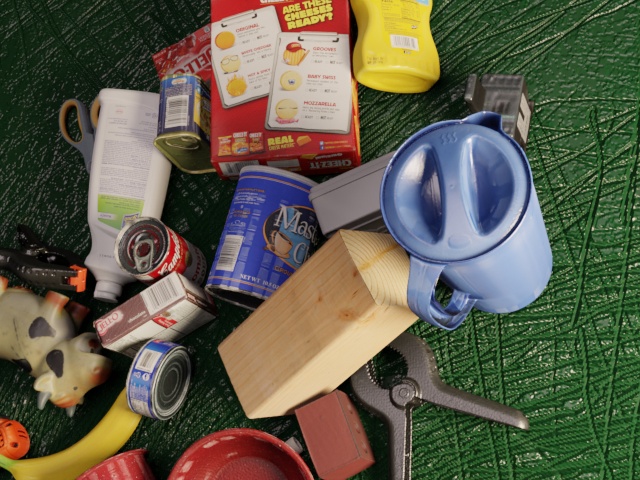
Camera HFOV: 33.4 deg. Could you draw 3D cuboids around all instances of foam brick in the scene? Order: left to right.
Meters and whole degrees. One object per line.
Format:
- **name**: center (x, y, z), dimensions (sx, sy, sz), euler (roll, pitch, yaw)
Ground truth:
- **foam brick**: center (0.016, 0.202, 1.098), dimensions (0.051, 0.053, 0.078), euler (-26, 66, 10)

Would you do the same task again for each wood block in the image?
- **wood block**: center (0.001, 0.087, 1.076), dimensions (0.206, 0.090, 0.090), euler (-44, 59, 32)

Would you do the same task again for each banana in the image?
- **banana**: center (-0.265, 0.226, 1.192), dimensions (0.198, 0.037, 0.069), euler (-30, 106, 0)

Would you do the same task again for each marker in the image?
- **marker**: center (-0.072, 0.251, 1.133), dimensions (0.121, 0.020, 0.020), euler (-37, 64, 5)

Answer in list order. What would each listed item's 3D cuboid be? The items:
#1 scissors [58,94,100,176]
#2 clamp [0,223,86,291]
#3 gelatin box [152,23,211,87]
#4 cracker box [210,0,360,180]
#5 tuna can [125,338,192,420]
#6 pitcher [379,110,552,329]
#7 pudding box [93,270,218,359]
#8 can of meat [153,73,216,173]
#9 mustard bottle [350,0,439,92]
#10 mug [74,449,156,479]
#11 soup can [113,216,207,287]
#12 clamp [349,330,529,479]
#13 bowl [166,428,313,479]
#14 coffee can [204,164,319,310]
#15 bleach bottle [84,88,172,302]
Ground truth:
- **scissors**: center (-0.269, -0.106, 1.330), dimensions (0.096, 0.016, 0.202), euler (-33, 64, 7)
- **clamp**: center (-0.350, 0.024, 1.253), dimensions (0.172, 0.120, 0.039), euler (20, 120, 37)
- **gelatin box**: center (-0.156, -0.215, 1.317), dimensions (0.089, 0.030, 0.073), euler (-27, 65, 10)
- **cracker box**: center (-0.040, -0.180, 1.229), dimensions (0.164, 0.072, 0.213), euler (-5, 69, 7)
- **tuna can**: center (-0.175, 0.152, 1.168), dimensions (0.034, 0.086, 0.086), euler (12, 77, 22)
- **pitcher**: center (0.147, 0.000, 1.012), dimensions (0.149, 0.242, 0.145), euler (-28, 65, 10)
- **pudding box**: center (-0.182, 0.087, 1.191), dimensions (0.113, 0.090, 0.039), euler (-30, 66, 8)
- **can of meat**: center (-0.151, -0.137, 1.250), dimensions (0.057, 0.102, 0.084), euler (-6, 68, 18)
- **mustard bottle**: center (0.081, -0.265, 1.218), dimensions (0.096, 0.058, 0.191), euler (4, 68, -18)
- **mug**: center (-0.215, 0.288, 1.143), dimensions (0.117, 0.093, 0.081), euler (-46, 64, 35)
- **soup can**: center (-0.178, 0.021, 1.205), dimensions (0.069, 0.102, 0.068), euler (-7, 70, 18)
- **clamp**: center (0.101, 0.157, 1.090), dimensions (0.164, 0.036, 0.210), euler (-32, 64, 8)
- **bowl**: center (-0.077, 0.270, 1.093), dimensions (0.162, 0.055, 0.162), euler (0, 87, 8)
- **coffee can**: center (-0.058, 0.001, 1.166), dimensions (0.103, 0.102, 0.140), euler (11, 76, 23)
- **bleach bottle**: center (-0.237, -0.052, 1.272), dimensions (0.102, 0.068, 0.251), euler (7, 76, 11)
